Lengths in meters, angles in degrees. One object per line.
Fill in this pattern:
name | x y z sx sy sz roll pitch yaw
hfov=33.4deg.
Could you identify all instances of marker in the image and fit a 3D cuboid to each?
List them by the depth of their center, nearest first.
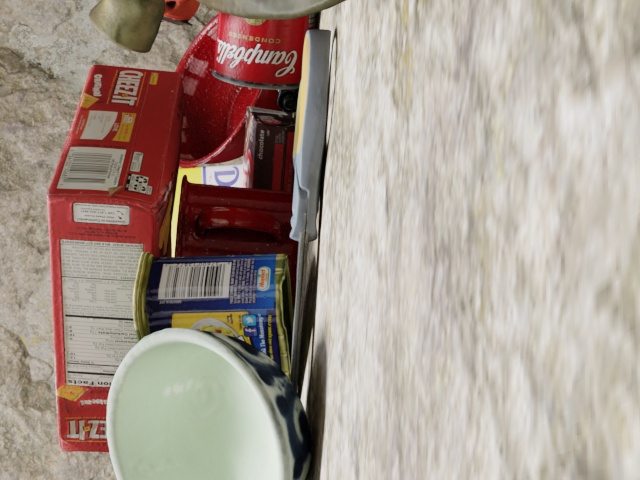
marker | -0.025 -0.131 0.845 0.121 0.020 0.020 -96 12 -60

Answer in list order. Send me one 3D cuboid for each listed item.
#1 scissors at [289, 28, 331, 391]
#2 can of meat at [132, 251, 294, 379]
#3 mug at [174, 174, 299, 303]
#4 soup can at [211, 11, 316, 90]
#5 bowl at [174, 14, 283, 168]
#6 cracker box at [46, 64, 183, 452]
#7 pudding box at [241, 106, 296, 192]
scissors | -0.010 -0.018 0.613 0.096 0.016 0.202 -140 55 -85
can of meat | -0.059 0.054 0.623 0.057 0.084 0.102 -89 -4 -49
mug | -0.055 0.001 0.712 0.117 0.081 0.093 109 164 -70
soup can | -0.035 -0.160 0.723 0.068 0.068 0.102 -99 16 -69
bowl | -0.077 -0.132 0.970 0.162 0.055 0.162 -27 52 40
cracker box | -0.135 0.013 0.728 0.164 0.072 0.214 -92 7 -54
pudding box | -0.042 -0.056 0.846 0.113 0.039 0.090 -110 25 -77
